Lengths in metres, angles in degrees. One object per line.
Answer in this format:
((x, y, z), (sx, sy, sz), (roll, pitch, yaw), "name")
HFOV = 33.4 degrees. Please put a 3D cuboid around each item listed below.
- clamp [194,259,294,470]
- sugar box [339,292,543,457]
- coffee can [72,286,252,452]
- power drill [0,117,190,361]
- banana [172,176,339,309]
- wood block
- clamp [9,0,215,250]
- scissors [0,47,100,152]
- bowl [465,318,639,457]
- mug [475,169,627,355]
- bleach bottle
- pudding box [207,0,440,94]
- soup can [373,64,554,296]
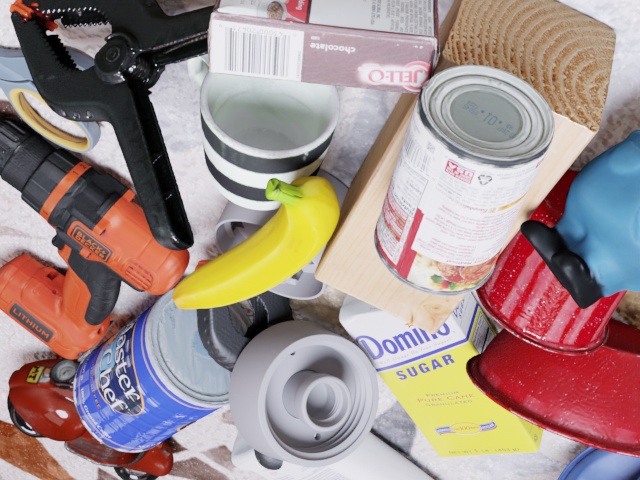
((-0.048, 0.092, 0.832), (0.171, 0.120, 0.039), (46, 148, -20), "clamp")
((0.096, 0.098, 0.822), (0.094, 0.048, 0.176), (-13, 130, 34), "sugar box")
((-0.130, 0.109, 0.891), (0.102, 0.102, 0.141), (37, 138, -17), "coffee can")
((-0.208, 0.006, 0.842), (0.184, 0.057, 0.188), (39, 140, -2), "power drill")
((-0.036, 0.002, 0.684), (0.069, 0.037, 0.198), (8, 153, -22), "banana")
((0.080, -0.046, 0.638), (0.091, 0.090, 0.206), (25, 140, -3), "wood block")
((-0.105, -0.112, 0.640), (0.210, 0.164, 0.036), (37, -177, 30), "clamp")
((-0.225, -0.136, 0.732), (0.201, 0.016, 0.096), (42, 135, -22), "scissors")
((0.183, 0.086, 0.719), (0.162, 0.162, 0.055), (16, 102, 7), "bowl")
((0.163, 0.010, 0.666), (0.117, 0.093, 0.082), (-2, 130, -30), "mug")
((0.047, 0.229, 0.976), (0.250, 0.068, 0.103), (37, 138, -20), "bleach bottle")
((0.004, -0.121, 0.548), (0.113, 0.090, 0.039), (7, 136, -1), "pudding box")
((0.070, -0.029, 0.538), (0.068, 0.068, 0.102), (19, 139, 4), "soup can")
